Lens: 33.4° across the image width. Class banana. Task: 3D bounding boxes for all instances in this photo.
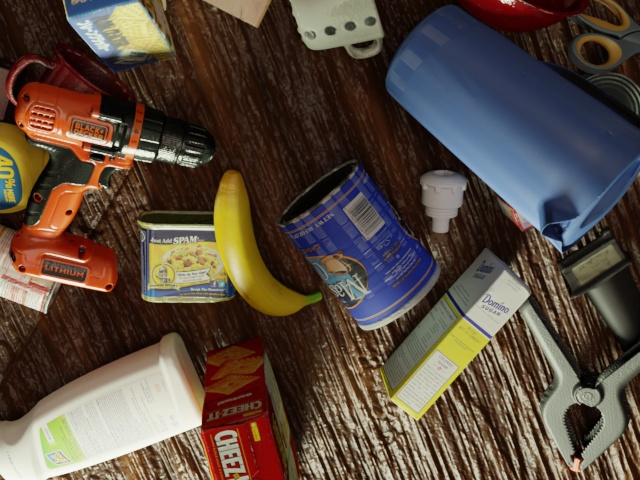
[{"bbox_3d":[-0.066,0.017,1.065,0.069,0.037,0.197,-53,135,-24],"label":"banana"}]

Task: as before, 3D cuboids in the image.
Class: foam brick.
[{"bbox_3d":[-0.333,-0.155,1.039,0.078,0.053,0.051,18,102,-8],"label":"foam brick"}]

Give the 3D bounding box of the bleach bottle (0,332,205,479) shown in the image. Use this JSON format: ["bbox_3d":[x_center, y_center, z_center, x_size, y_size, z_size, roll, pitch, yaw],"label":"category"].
[{"bbox_3d":[-0.250,0.186,1.121,0.251,0.068,0.102,-20,104,4],"label":"bleach bottle"}]

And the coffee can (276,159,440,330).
[{"bbox_3d":[0.039,0.005,1.072,0.103,0.103,0.140,-38,103,5],"label":"coffee can"}]

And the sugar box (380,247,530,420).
[{"bbox_3d":[0.138,0.095,1.105,0.048,0.093,0.176,41,98,-12],"label":"sugar box"}]

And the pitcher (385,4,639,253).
[{"bbox_3d":[0.189,-0.117,1.010,0.243,0.149,0.145,42,101,16],"label":"pitcher"}]

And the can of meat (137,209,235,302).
[{"bbox_3d":[-0.134,0.016,1.089,0.102,0.057,0.084,1,105,-4],"label":"can of meat"}]

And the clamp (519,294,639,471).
[{"bbox_3d":[0.277,0.151,1.140,0.165,0.036,0.210,15,117,12],"label":"clamp"}]

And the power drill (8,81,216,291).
[{"bbox_3d":[-0.207,-0.047,1.005,0.184,0.057,0.188,14,114,-15],"label":"power drill"}]

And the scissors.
[{"bbox_3d":[0.328,-0.184,1.071,0.201,0.016,0.096,26,69,-9],"label":"scissors"}]

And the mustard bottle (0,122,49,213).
[{"bbox_3d":[-0.332,-0.071,1.051,0.191,0.058,0.096,0,126,-5],"label":"mustard bottle"}]

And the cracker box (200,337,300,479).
[{"bbox_3d":[-0.067,0.210,1.058,0.072,0.214,0.164,-14,104,0],"label":"cracker box"}]

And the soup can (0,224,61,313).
[{"bbox_3d":[-0.311,0.024,1.074,0.102,0.068,0.068,22,101,-8],"label":"soup can"}]

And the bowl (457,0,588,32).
[{"bbox_3d":[0.172,-0.249,1.013,0.162,0.162,0.055,29,130,-10],"label":"bowl"}]

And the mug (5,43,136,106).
[{"bbox_3d":[-0.247,-0.135,1.025,0.117,0.093,0.081,28,107,-41],"label":"mug"}]

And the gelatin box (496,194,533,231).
[{"bbox_3d":[0.231,-0.047,1.086,0.089,0.073,0.030,-25,104,3],"label":"gelatin box"}]
